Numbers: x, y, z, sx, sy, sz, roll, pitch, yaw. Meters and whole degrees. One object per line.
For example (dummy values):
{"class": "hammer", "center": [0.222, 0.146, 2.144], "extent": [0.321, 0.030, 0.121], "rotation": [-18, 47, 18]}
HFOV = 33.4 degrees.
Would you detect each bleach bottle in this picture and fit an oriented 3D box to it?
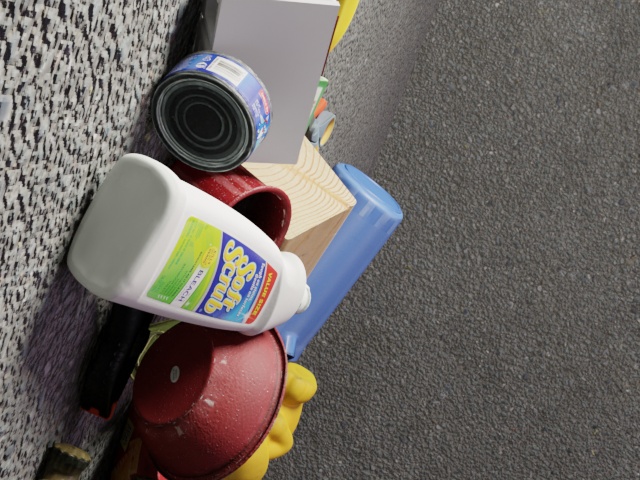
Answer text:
{"class": "bleach bottle", "center": [-0.076, 0.017, 0.818], "extent": [0.102, 0.068, 0.250], "rotation": [-59, 149, 5]}

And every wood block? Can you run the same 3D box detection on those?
{"class": "wood block", "center": [-0.056, 0.001, 1.039], "extent": [0.090, 0.091, 0.206], "rotation": [-28, 163, -33]}

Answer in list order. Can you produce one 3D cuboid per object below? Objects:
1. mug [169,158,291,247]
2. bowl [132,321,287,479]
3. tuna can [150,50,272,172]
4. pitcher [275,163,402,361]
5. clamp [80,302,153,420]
{"class": "mug", "center": [-0.093, -0.025, 0.888], "extent": [0.117, 0.082, 0.093], "rotation": [-5, 126, -47]}
{"class": "bowl", "center": [-0.107, 0.122, 0.901], "extent": [0.055, 0.162, 0.162], "rotation": [37, 70, -43]}
{"class": "tuna can", "center": [-0.081, -0.094, 0.787], "extent": [0.033, 0.086, 0.086], "rotation": [-59, 170, -49]}
{"class": "pitcher", "center": [-0.014, 0.019, 1.353], "extent": [0.243, 0.149, 0.145], "rotation": [-50, 173, 13]}
{"class": "clamp", "center": [-0.161, 0.072, 0.911], "extent": [0.172, 0.039, 0.120], "rotation": [-64, 173, 28]}
